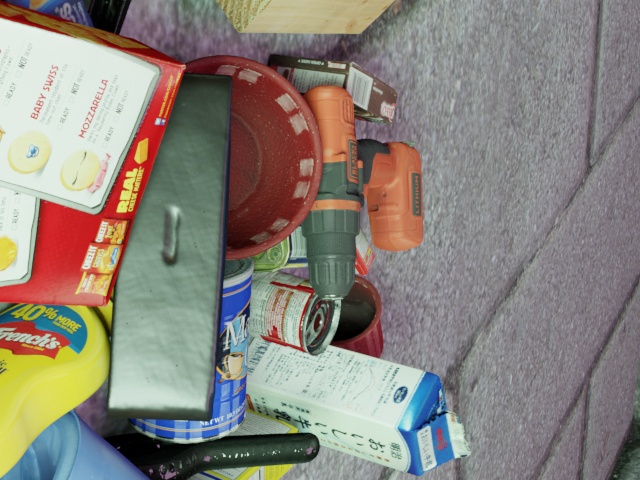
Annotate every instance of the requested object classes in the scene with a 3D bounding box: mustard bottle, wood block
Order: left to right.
[{"bbox_3d":[-0.198,0.086,0.717,0.191,0.096,0.058,-43,138,-47],"label":"mustard bottle"},{"bbox_3d":[-0.009,-0.236,0.898,0.090,0.091,0.205,-41,168,29],"label":"wood block"}]

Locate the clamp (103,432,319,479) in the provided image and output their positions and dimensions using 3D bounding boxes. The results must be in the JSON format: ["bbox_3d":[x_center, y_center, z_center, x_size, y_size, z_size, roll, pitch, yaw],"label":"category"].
[{"bbox_3d":[-0.129,0.175,0.897,0.209,0.165,0.036,-6,98,-38],"label":"clamp"}]

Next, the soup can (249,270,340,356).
[{"bbox_3d":[-0.041,0.063,1.004,0.068,0.102,0.068,-37,134,-51],"label":"soup can"}]

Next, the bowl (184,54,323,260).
[{"bbox_3d":[-0.082,-0.066,0.864,0.161,0.055,0.162,-1,92,-21],"label":"bowl"}]

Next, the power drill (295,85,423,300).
[{"bbox_3d":[0.038,-0.035,0.968,0.187,0.057,0.184,13,76,-65],"label":"power drill"}]

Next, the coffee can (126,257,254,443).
[{"bbox_3d":[-0.109,0.080,0.880,0.102,0.103,0.140,-28,127,-56],"label":"coffee can"}]

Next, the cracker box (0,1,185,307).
[{"bbox_3d":[-0.198,-0.053,0.599,0.213,0.072,0.164,7,108,-47],"label":"cracker box"}]

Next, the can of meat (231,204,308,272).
[{"bbox_3d":[-0.056,0.001,0.946,0.083,0.102,0.057,2,83,-65],"label":"can of meat"}]

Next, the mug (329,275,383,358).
[{"bbox_3d":[0.015,0.102,1.166,0.117,0.093,0.081,-31,143,-13],"label":"mug"}]

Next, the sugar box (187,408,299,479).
[{"bbox_3d":[-0.102,0.214,0.972,0.175,0.093,0.048,-35,132,-52],"label":"sugar box"}]

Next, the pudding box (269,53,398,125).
[{"bbox_3d":[0.012,-0.143,1.021,0.113,0.090,0.039,19,83,-62],"label":"pudding box"}]
